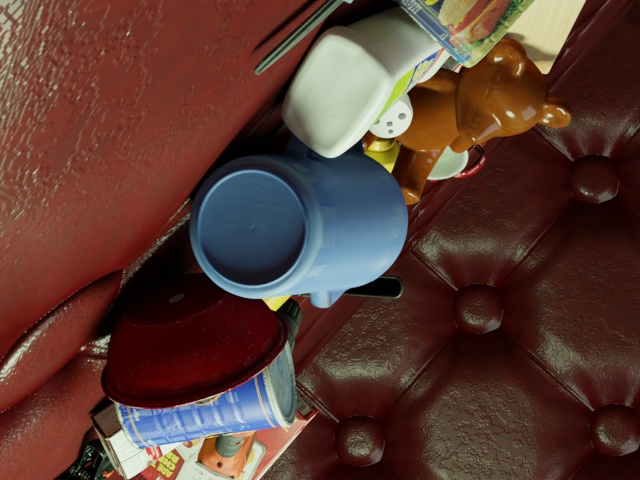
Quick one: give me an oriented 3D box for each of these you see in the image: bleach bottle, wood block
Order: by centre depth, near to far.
[{"bbox_3d":[0.064,-0.155,0.879,0.103,0.068,0.250,-54,173,38],"label":"bleach bottle"},{"bbox_3d":[0.179,-0.225,0.942,0.206,0.091,0.090,65,33,-81],"label":"wood block"}]

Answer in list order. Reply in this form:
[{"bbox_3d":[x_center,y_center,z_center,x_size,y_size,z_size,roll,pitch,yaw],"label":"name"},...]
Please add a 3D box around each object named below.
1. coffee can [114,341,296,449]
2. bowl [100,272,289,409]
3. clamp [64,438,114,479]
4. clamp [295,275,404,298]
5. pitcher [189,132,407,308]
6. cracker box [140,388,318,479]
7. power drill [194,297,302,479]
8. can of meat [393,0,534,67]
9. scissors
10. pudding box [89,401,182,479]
[{"bbox_3d":[-0.101,0.125,0.952,0.140,0.103,0.102,-11,177,9],"label":"coffee can"},{"bbox_3d":[-0.110,0.071,0.875,0.162,0.055,0.162,-13,-158,5],"label":"bowl"},{"bbox_3d":[-0.262,0.260,1.209,0.120,0.039,0.171,-45,178,8],"label":"clamp"},{"bbox_3d":[-0.008,0.047,1.228,0.210,0.164,0.036,176,-80,-74],"label":"clamp"},{"bbox_3d":[-0.015,-0.026,0.900,0.145,0.149,0.242,-35,172,15],"label":"pitcher"},{"bbox_3d":[-0.131,0.243,1.375,0.214,0.164,0.072,-50,170,14],"label":"cracker box"},{"bbox_3d":[-0.081,0.174,1.218,0.188,0.057,0.184,111,4,-48],"label":"power drill"},{"bbox_3d":[0.113,-0.194,0.807,0.102,0.084,0.057,-47,-169,9],"label":"can of meat"},{"bbox_3d":[0.032,-0.185,0.709,0.201,0.016,0.096,-44,173,-38],"label":"scissors"},{"bbox_3d":[-0.177,0.190,1.125,0.113,0.039,0.090,-34,142,-21],"label":"pudding box"}]
